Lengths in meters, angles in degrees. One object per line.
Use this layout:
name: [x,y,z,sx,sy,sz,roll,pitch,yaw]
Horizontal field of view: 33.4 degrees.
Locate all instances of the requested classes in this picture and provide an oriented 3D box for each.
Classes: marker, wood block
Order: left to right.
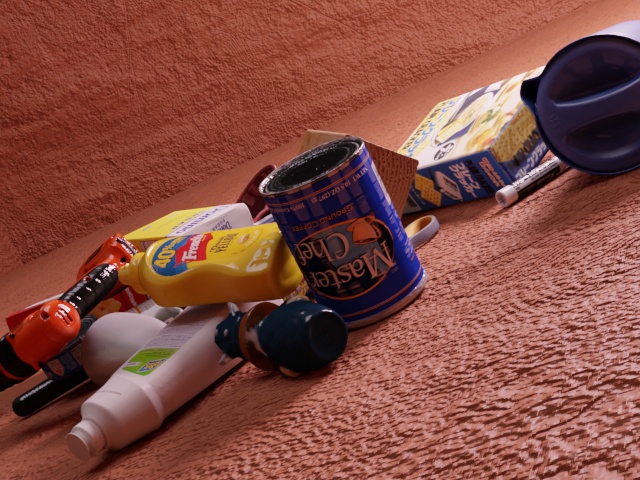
wood block: [0.031,-0.071,1.242,0.206,0.090,0.090,-151,79,-76]
marker: [0.234,-0.070,1.125,0.121,0.020,0.020,-31,10,-24]

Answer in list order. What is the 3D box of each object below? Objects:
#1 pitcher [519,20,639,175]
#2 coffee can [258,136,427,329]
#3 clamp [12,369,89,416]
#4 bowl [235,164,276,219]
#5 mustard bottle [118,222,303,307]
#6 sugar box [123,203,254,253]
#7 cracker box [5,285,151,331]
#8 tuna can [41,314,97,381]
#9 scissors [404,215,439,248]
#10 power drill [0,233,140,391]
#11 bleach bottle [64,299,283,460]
pitcher: [0.317,-0.156,1.089,0.145,0.149,0.242,-39,-1,29]
coffee can: [0.021,-0.007,0.949,0.103,0.140,0.103,-24,18,8]
clamp: [-0.258,0.135,1.295,0.210,0.036,0.164,-28,9,17]
bowl: [-0.084,-0.025,1.505,0.162,0.055,0.162,-51,21,28]
mustard bottle: [-0.110,0.026,1.017,0.192,0.058,0.096,-7,30,26]
sugar box: [-0.160,-0.005,1.257,0.093,0.048,0.177,-30,12,-32]
cracker box: [-0.283,0.087,1.412,0.214,0.072,0.164,-20,1,5]
tuna can: [-0.289,0.125,1.241,0.086,0.033,0.086,-28,19,10]
scissors: [0.063,0.022,1.106,0.096,0.016,0.201,-22,11,35]
power drill: [-0.283,0.082,1.173,0.185,0.057,0.187,-33,13,40]
bleach bottle: [-0.140,0.119,0.989,0.103,0.068,0.250,-12,19,43]
